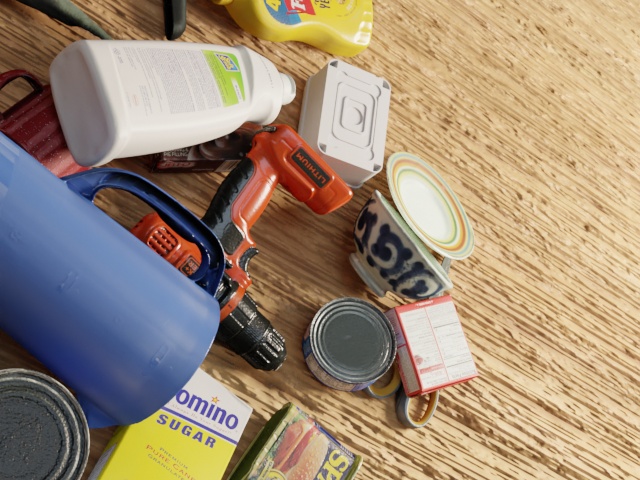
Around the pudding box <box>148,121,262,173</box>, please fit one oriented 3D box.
[{"bbox_3d":[-0.113,-0.111,1.019,0.113,0.039,0.090,-2,72,-31],"label":"pudding box"}]

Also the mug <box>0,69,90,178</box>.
[{"bbox_3d":[-0.242,-0.089,0.900,0.081,0.093,0.117,-49,128,-38],"label":"mug"}]

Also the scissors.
[{"bbox_3d":[0.088,0.088,1.076,0.096,0.016,0.201,18,64,-24],"label":"scissors"}]

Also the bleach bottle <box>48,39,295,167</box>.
[{"bbox_3d":[-0.112,-0.124,0.940,0.250,0.068,0.102,-10,79,-49],"label":"bleach bottle"}]

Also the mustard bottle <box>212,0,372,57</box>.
[{"bbox_3d":[-0.038,-0.250,1.096,0.191,0.058,0.096,4,75,-32],"label":"mustard bottle"}]

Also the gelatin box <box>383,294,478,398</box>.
[{"bbox_3d":[0.107,0.104,1.052,0.073,0.030,0.089,-11,77,-33],"label":"gelatin box"}]

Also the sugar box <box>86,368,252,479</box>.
[{"bbox_3d":[-0.128,0.182,0.872,0.093,0.048,0.176,38,44,-13],"label":"sugar box"}]

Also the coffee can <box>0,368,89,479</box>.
[{"bbox_3d":[-0.240,0.158,0.783,0.102,0.141,0.103,11,67,-27],"label":"coffee can"}]

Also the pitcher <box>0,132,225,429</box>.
[{"bbox_3d":[-0.197,0.018,0.830,0.242,0.145,0.149,44,34,-26],"label":"pitcher"}]

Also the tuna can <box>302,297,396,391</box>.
[{"bbox_3d":[0.027,0.099,1.014,0.086,0.034,0.086,7,64,-15],"label":"tuna can"}]

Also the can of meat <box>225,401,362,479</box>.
[{"bbox_3d":[-0.025,0.206,0.942,0.084,0.058,0.102,41,56,-7],"label":"can of meat"}]

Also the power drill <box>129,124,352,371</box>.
[{"bbox_3d":[-0.056,0.001,0.976,0.184,0.057,0.187,46,70,-16],"label":"power drill"}]
